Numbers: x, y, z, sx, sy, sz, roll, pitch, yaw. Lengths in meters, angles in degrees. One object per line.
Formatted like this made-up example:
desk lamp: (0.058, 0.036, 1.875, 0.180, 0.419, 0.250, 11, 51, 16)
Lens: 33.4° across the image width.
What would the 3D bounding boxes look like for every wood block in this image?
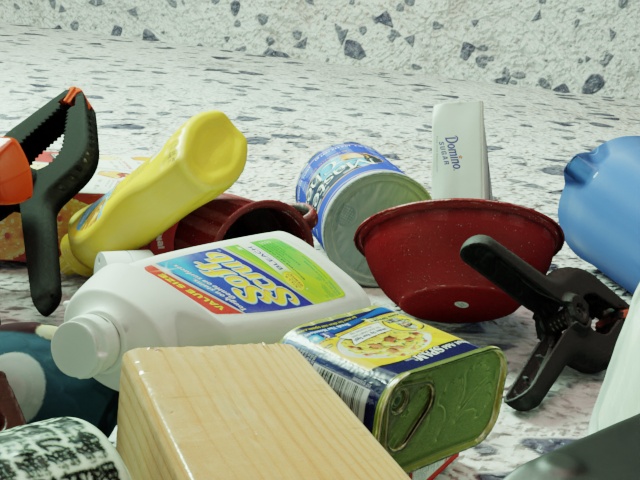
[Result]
wood block: (-0.023, 0.121, 0.441, 0.090, 0.090, 0.206, 0, 16, -20)

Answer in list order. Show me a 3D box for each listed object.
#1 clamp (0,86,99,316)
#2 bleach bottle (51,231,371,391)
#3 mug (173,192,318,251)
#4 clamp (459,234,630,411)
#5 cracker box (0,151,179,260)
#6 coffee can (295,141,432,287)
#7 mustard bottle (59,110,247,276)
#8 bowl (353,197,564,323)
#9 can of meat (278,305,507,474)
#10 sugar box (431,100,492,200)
clamp: (-0.226, -0.033, 0.834, 0.165, 0.036, 0.209, 16, 60, 27)
bleach bottle: (-0.063, 0.049, 0.634, 0.103, 0.068, 0.250, 39, 19, 17)
mug: (-0.056, 0.001, 0.851, 0.117, 0.093, 0.082, -34, 27, -23)
clamp: (0.167, 0.065, 0.745, 0.171, 0.120, 0.039, 12, -25, -37)
cracker box: (-0.207, -0.031, 0.974, 0.213, 0.072, 0.164, 2, 16, -12)
coffee can: (0.039, -0.027, 0.973, 0.102, 0.103, 0.140, 1, 15, -12)
mustard bottle: (-0.144, -0.024, 0.839, 0.192, 0.058, 0.096, -33, 17, 31)
bowl: (0.105, 0.024, 0.815, 0.162, 0.055, 0.162, 2, -22, 1)
can of meat: (0.034, 0.076, 0.568, 0.101, 0.057, 0.084, -10, 23, -44)
sugar box: (0.118, -0.032, 0.874, 0.048, 0.093, 0.176, -3, -23, 13)
